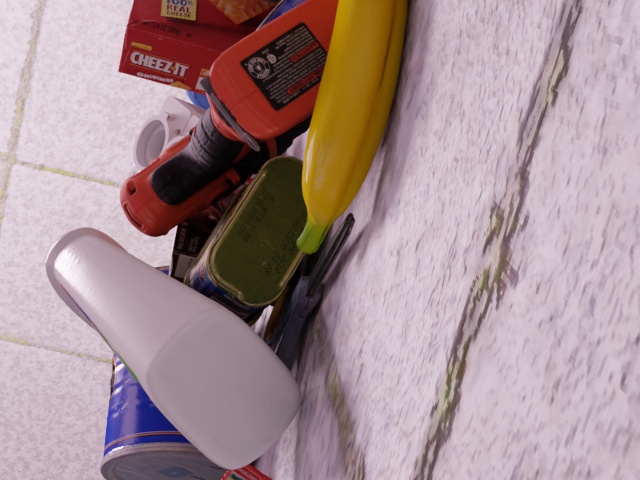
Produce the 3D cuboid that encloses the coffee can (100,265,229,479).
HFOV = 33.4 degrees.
[{"bbox_3d":[-0.102,0.103,0.777,0.103,0.102,0.140,117,156,-57],"label":"coffee can"}]

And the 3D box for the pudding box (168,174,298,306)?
[{"bbox_3d":[-0.060,-0.009,0.775,0.113,0.090,0.039,-87,12,-45],"label":"pudding box"}]

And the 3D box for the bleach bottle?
[{"bbox_3d":[-0.114,0.050,0.684,0.068,0.102,0.251,-45,33,-13],"label":"bleach bottle"}]

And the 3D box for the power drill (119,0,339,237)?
[{"bbox_3d":[-0.035,-0.084,0.688,0.184,0.057,0.188,-41,1,-28],"label":"power drill"}]

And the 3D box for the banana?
[{"bbox_3d":[0.017,-0.094,0.568,0.070,0.037,0.197,-21,52,62],"label":"banana"}]

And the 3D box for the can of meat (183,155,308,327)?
[{"bbox_3d":[-0.039,0.002,0.680,0.102,0.057,0.084,-59,6,-18],"label":"can of meat"}]

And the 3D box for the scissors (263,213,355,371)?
[{"bbox_3d":[-0.014,0.051,0.634,0.202,0.016,0.096,133,152,-74],"label":"scissors"}]

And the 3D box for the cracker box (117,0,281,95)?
[{"bbox_3d":[-0.071,-0.224,0.923,0.072,0.164,0.213,121,160,-59],"label":"cracker box"}]
